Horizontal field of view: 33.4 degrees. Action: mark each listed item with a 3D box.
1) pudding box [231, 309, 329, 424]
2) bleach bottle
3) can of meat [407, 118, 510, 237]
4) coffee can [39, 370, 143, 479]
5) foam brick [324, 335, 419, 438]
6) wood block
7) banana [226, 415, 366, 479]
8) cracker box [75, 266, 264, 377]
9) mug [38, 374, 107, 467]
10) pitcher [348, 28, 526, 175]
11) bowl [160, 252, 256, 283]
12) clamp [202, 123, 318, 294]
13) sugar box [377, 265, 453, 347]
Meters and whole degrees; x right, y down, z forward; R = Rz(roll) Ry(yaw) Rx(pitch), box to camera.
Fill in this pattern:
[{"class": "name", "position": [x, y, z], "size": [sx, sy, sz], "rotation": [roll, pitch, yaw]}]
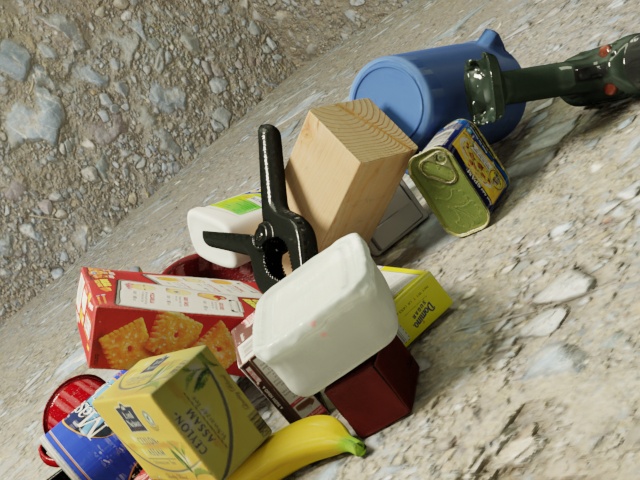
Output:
[{"class": "pudding box", "position": [-0.039, 0.119, 0.986], "size": [0.039, 0.090, 0.113], "rotation": [-39, 14, 3]}, {"class": "bleach bottle", "position": [-0.034, -0.046, 1.326], "size": [0.250, 0.068, 0.103], "rotation": [-26, 28, -31]}, {"class": "can of meat", "position": [0.149, -0.069, 1.127], "size": [0.058, 0.102, 0.083], "rotation": [-25, 15, 39]}, {"class": "coffee can", "position": [-0.205, 0.198, 1.113], "size": [0.140, 0.103, 0.103], "rotation": [-41, 14, -15]}, {"class": "foam brick", "position": [0.043, 0.114, 0.874], "size": [0.051, 0.053, 0.078], "rotation": [-32, 13, 21]}, {"class": "wood block", "position": [0.012, -0.044, 1.173], "size": [0.090, 0.091, 0.206], "rotation": [-17, -35, -40]}, {"class": "banana", "position": [-0.050, 0.193, 0.874], "size": [0.198, 0.037, 0.069], "rotation": [-34, 11, 13]}, {"class": "cracker box", "position": [-0.138, 0.086, 1.102], "size": [0.164, 0.213, 0.072], "rotation": [-146, 64, -69]}, {"class": "mug", "position": [-0.262, 0.213, 1.200], "size": [0.117, 0.093, 0.082], "rotation": [-33, 35, -31]}, {"class": "pitcher", "position": [0.135, -0.157, 1.259], "size": [0.145, 0.149, 0.242], "rotation": [-23, -3, 35]}, {"class": "bowl", "position": [-0.119, 0.084, 1.276], "size": [0.161, 0.162, 0.055], "rotation": [-52, -21, -49]}, {"class": "clamp", "position": [-0.057, 0.001, 1.134], "size": [0.165, 0.036, 0.210], "rotation": [-54, 47, 33]}, {"class": "sugar box", "position": [0.050, 0.069, 1.031], "size": [0.093, 0.048, 0.176], "rotation": [-41, 10, -12]}]
